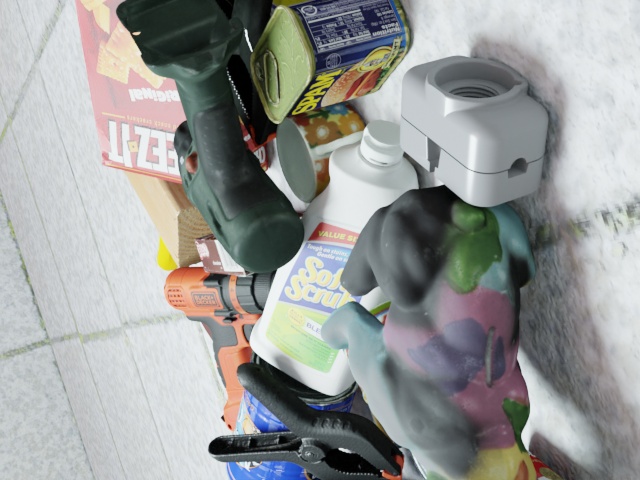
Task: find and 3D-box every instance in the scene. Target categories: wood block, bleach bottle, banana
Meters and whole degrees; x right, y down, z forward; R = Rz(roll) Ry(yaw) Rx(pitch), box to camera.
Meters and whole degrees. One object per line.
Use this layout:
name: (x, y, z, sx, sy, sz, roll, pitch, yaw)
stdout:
wood block: (-0.155, -0.081, 1.159, 0.206, 0.090, 0.091, 55, 154, 34)
bleach bottle: (0.015, 0.009, 0.833, 0.103, 0.068, 0.251, 30, 134, 16)
banana: (-0.191, -0.014, 1.367, 0.198, 0.037, 0.069, 100, 162, -47)

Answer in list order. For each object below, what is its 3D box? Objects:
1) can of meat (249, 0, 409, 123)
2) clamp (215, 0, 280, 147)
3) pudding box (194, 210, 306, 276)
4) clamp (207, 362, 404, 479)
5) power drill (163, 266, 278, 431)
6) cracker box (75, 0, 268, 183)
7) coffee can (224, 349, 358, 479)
can of meat: (0.006, -0.132, 0.756, 0.057, 0.083, 0.102, 68, 157, 10)
clamp: (-0.069, -0.173, 0.837, 0.165, 0.036, 0.210, 39, 150, 42)
pudding box: (-0.057, 0.001, 0.994, 0.114, 0.089, 0.039, 4, 112, 65)
clamp: (-0.008, 0.162, 0.907, 0.120, 0.171, 0.039, 100, -179, -45)
power drill: (-0.062, 0.107, 1.084, 0.185, 0.057, 0.187, -1, 114, 39)
cracker box: (-0.141, -0.161, 1.001, 0.164, 0.072, 0.214, 14, 124, 27)
coffee can: (-0.028, 0.171, 1.001, 0.103, 0.102, 0.140, 49, 135, 44)
